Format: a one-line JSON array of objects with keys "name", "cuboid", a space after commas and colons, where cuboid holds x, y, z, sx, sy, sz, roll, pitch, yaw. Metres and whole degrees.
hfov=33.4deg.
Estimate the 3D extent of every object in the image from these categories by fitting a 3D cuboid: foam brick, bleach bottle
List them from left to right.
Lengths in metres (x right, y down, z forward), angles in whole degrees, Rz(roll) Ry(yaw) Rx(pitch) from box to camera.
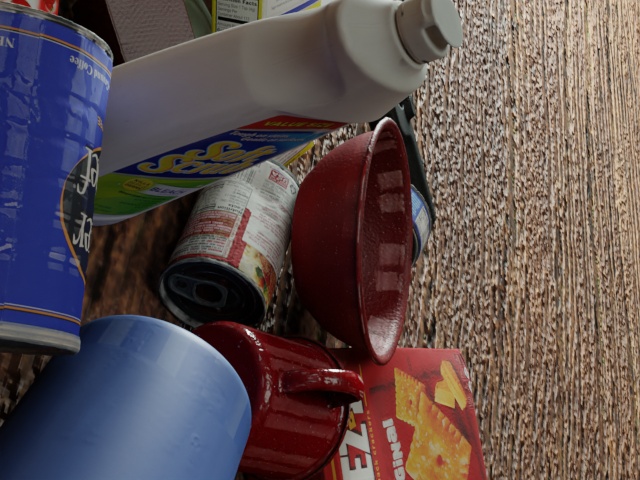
[{"name": "foam brick", "cuboid": [-0.110, -0.118, 0.649, 0.052, 0.051, 0.078, -16, 90, -32]}, {"name": "bleach bottle", "cuboid": [-0.049, -0.071, 0.545, 0.102, 0.251, 0.068, 11, 66, -55]}]

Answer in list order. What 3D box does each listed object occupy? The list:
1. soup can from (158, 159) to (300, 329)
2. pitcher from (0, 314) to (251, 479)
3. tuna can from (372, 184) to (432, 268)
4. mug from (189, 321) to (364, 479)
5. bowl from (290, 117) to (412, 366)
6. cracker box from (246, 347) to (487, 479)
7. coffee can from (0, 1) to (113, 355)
[{"name": "soup can", "cuboid": [-0.054, 0.001, 0.677, 0.068, 0.069, 0.102, 51, 37, -31]}, {"name": "pitcher", "cuboid": [-0.108, 0.155, 0.471, 0.242, 0.145, 0.149, -67, 167, -50]}, {"name": "tuna can", "cuboid": [0.039, -0.010, 0.810, 0.086, 0.086, 0.033, 59, 36, -21]}, {"name": "mug", "cuboid": [-0.032, 0.092, 0.618, 0.081, 0.117, 0.093, 26, 58, -54]}, {"name": "bowl", "cuboid": [0.020, 0.001, 0.703, 0.162, 0.055, 0.162, 1, 90, -74]}, {"name": "cracker box", "cuboid": [0.040, 0.159, 0.747, 0.213, 0.072, 0.164, 9, 68, -55]}, {"name": "coffee can", "cuboid": [-0.152, -0.023, 0.479, 0.102, 0.103, 0.140, 19, 72, -53]}]
